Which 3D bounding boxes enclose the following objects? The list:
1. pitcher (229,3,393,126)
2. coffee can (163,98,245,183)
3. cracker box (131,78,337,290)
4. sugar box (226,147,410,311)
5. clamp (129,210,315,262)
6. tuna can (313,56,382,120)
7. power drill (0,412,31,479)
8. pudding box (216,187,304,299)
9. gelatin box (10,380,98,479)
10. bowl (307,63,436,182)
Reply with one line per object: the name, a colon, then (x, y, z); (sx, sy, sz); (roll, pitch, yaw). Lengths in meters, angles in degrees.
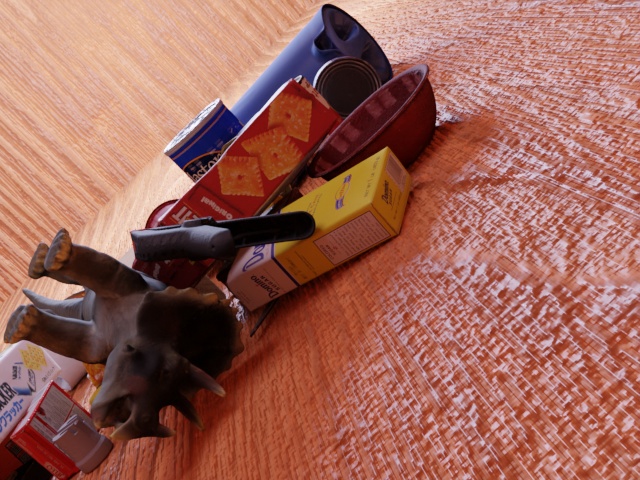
pitcher: (-0.022, -0.197, 1.470); (0.243, 0.149, 0.145); (-40, 31, 27)
coffee can: (-0.121, -0.101, 1.406); (0.103, 0.140, 0.103); (-41, 14, 12)
cracker box: (-0.091, -0.046, 1.088); (0.213, 0.072, 0.164); (-50, 2, -26)
sugar box: (-0.003, -0.009, 0.970); (0.176, 0.048, 0.093); (-27, 26, 30)
clamp: (-0.091, -0.003, 0.920); (0.120, 0.039, 0.172); (-6, 5, -45)
tuna can: (0.033, -0.189, 1.342); (0.086, 0.086, 0.034); (-43, 13, 5)
power drill: (-0.386, 0.259, 1.275); (0.184, 0.057, 0.188); (-52, 16, -28)
pudding box: (-0.057, 0.001, 1.146); (0.090, 0.039, 0.113); (-38, 13, 28)
gelatin box: (-0.273, 0.198, 1.107); (0.030, 0.073, 0.089); (-40, 15, 19)
bowl: (0.063, -0.102, 1.071); (0.162, 0.055, 0.162); (-41, 14, 12)
